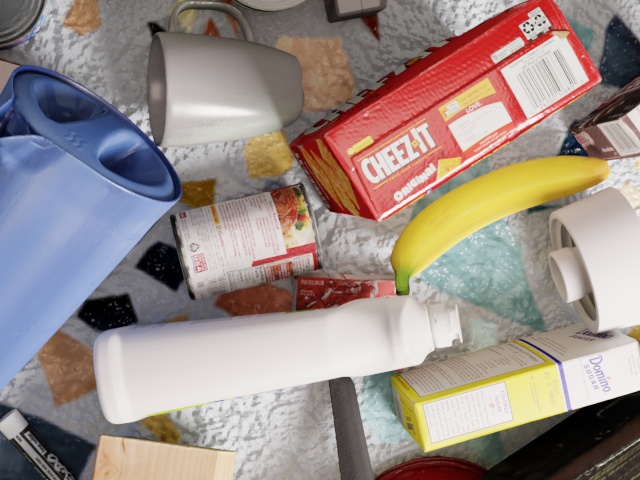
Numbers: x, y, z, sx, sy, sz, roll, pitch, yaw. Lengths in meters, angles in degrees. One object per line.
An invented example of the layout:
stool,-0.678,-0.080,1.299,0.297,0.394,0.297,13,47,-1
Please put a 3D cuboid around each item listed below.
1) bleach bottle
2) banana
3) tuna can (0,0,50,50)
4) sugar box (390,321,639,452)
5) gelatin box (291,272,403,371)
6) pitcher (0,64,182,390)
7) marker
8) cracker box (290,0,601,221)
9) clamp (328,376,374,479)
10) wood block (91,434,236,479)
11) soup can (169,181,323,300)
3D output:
bleach bottle,-0.026,0.078,0.762,0.251,0.102,0.068,-9,88,9
banana,0.127,-0.020,0.822,0.197,0.070,0.037,-31,137,-10
tuna can,-0.238,-0.180,0.769,0.086,0.034,0.086,-1,96,-8
sugar box,0.148,0.109,0.822,0.176,0.093,0.048,-12,98,-6
gelatin box,0.022,0.064,0.832,0.089,0.030,0.073,3,96,-8
pitcher,-0.210,0.013,0.733,0.149,0.145,0.243,36,107,-20
marker,-0.202,0.180,0.818,0.020,0.020,0.121,-39,99,-3
cracker box,0.070,-0.086,0.731,0.164,0.214,0.072,-33,98,-4
clamp,0.014,0.224,0.800,0.164,0.036,0.210,-41,65,3
wood block,-0.124,0.249,0.768,0.091,0.090,0.206,7,79,5
soup can,-0.055,0.001,0.796,0.102,0.068,0.068,-14,97,-6
